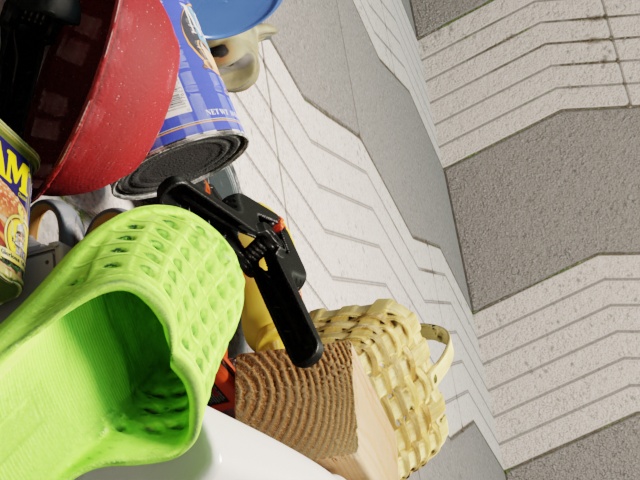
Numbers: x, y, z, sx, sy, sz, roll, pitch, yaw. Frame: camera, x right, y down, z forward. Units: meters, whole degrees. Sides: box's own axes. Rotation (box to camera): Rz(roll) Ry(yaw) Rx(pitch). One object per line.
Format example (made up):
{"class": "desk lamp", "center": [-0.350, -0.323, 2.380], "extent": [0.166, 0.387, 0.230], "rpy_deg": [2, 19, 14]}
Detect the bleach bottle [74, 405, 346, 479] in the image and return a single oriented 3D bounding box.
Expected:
{"class": "bleach bottle", "center": [-0.044, 0.180, 0.698], "extent": [0.068, 0.102, 0.250], "rpy_deg": [55, 8, 36]}

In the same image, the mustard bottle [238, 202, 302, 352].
{"class": "mustard bottle", "center": [-0.045, 0.051, 0.972], "extent": [0.191, 0.058, 0.096], "rpy_deg": [-103, 172, -56]}

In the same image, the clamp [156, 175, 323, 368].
{"class": "clamp", "center": [-0.055, 0.001, 0.820], "extent": [0.164, 0.036, 0.210], "rpy_deg": [50, 9, -11]}

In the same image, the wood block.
{"class": "wood block", "center": [0.003, 0.164, 0.850], "extent": [0.206, 0.091, 0.090], "rpy_deg": [66, 18, -59]}

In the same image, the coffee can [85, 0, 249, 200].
{"class": "coffee can", "center": [-0.123, -0.113, 0.752], "extent": [0.140, 0.103, 0.102], "rpy_deg": [67, 13, 10]}

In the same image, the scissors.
{"class": "scissors", "center": [-0.130, 0.068, 0.640], "extent": [0.016, 0.096, 0.202], "rpy_deg": [-5, 78, -65]}

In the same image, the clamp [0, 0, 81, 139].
{"class": "clamp", "center": [-0.173, -0.142, 0.655], "extent": [0.039, 0.120, 0.171], "rpy_deg": [21, 44, -31]}

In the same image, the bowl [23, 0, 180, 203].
{"class": "bowl", "center": [-0.129, -0.090, 0.643], "extent": [0.055, 0.162, 0.162], "rpy_deg": [19, 48, -27]}

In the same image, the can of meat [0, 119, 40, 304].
{"class": "can of meat", "center": [-0.192, -0.021, 0.547], "extent": [0.102, 0.057, 0.084], "rpy_deg": [54, 28, -57]}
